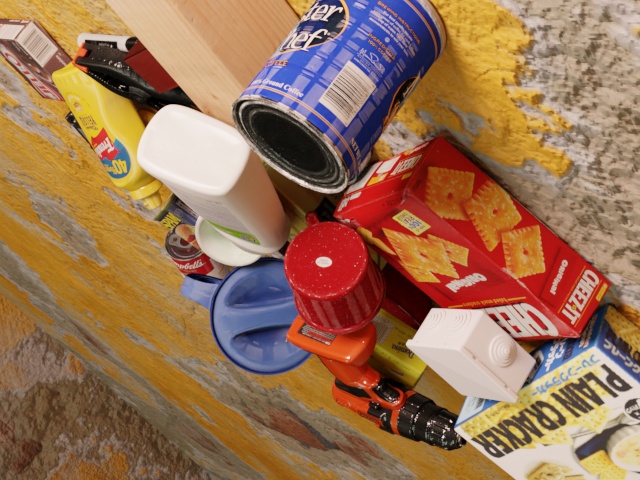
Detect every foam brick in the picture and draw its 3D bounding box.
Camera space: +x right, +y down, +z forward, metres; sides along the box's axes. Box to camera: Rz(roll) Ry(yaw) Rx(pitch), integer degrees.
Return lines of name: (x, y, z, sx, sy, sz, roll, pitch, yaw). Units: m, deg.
foam brick: (-0.147, -0.184, 1.040, 0.051, 0.053, 0.078, 43, 158, -21)

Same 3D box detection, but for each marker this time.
marker: (-0.221, -0.212, 1.144, 0.121, 0.020, 0.020, 14, 151, 45)

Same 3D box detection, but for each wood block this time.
wood block: (-0.092, -0.186, 0.893, 0.090, 0.090, 0.206, 9, 147, 51)

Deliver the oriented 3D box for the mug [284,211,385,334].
mug: (0.009, 0.023, 1.029, 0.081, 0.093, 0.117, 66, -173, -63)

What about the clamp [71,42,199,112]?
clamp: (-0.182, -0.160, 1.148, 0.171, 0.039, 0.120, 25, 158, 10)

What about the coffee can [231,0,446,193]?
coffee can: (0.015, -0.121, 0.795, 0.103, 0.140, 0.103, 31, 160, 13)

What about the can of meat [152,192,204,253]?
can of meat: (-0.165, -0.032, 1.402, 0.084, 0.057, 0.102, 36, 161, -9)

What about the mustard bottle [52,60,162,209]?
mustard bottle: (-0.235, -0.121, 1.240, 0.096, 0.058, 0.191, 2, 125, 51)

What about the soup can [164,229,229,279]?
soup can: (-0.174, 0.023, 1.524, 0.069, 0.068, 0.102, 25, 158, 26)

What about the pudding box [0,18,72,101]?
pudding box: (-0.342, -0.217, 1.294, 0.090, 0.039, 0.113, 14, 151, 47)

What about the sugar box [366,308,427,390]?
sugar box: (0.077, 0.137, 1.245, 0.093, 0.048, 0.176, 32, 159, 10)

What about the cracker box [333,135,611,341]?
cracker box: (0.134, 0.008, 0.993, 0.213, 0.072, 0.164, 40, 160, -13)

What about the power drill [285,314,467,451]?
power drill: (0.058, 0.150, 1.149, 0.185, 0.057, 0.187, 15, 151, 41)

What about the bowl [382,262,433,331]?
bowl: (0.076, 0.069, 1.244, 0.162, 0.055, 0.162, 31, 159, 13)

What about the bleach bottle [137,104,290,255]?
bleach bottle: (-0.088, -0.040, 1.021, 0.103, 0.068, 0.250, 23, 168, 15)

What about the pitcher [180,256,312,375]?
pitcher: (-0.075, 0.076, 1.314, 0.149, 0.145, 0.243, 63, 178, -4)
